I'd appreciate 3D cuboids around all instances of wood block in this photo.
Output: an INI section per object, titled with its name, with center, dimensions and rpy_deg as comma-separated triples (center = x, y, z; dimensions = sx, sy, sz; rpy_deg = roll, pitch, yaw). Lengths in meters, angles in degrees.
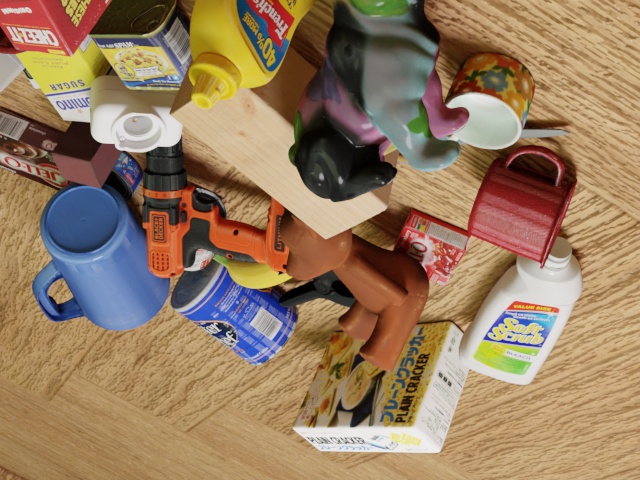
[wood block]
center = -0.029, -0.104, 1.016
dimensions = 0.206, 0.090, 0.090
rpy_deg = 38, 136, -27

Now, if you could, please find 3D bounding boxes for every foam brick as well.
[foam brick]
center = -0.268, -0.109, 1.248
dimensions = 0.053, 0.078, 0.051
rpy_deg = 15, 147, 15

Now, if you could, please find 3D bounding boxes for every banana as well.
[banana]
center = -0.050, 0.016, 1.290
dimensions = 0.198, 0.037, 0.069
rpy_deg = -25, 115, 38

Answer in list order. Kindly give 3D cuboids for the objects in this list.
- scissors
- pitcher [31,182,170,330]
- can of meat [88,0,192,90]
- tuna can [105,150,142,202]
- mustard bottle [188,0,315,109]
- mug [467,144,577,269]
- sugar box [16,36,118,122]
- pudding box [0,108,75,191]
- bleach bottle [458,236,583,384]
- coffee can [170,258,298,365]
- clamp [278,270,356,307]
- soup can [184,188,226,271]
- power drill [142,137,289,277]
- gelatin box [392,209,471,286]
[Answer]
[scissors]
center = 0.128, -0.113, 1.018
dimensions = 0.202, 0.016, 0.096
rpy_deg = -10, 135, 44
[pitcher]
center = -0.283, 0.025, 1.356
dimensions = 0.145, 0.149, 0.243
rpy_deg = 14, 160, 7
[can of meat]
center = -0.172, -0.196, 1.063
dimensions = 0.102, 0.057, 0.084
rpy_deg = 6, 148, 30
[tuna can]
center = -0.265, -0.085, 1.328
dimensions = 0.086, 0.033, 0.086
rpy_deg = 18, 150, 11
[mustard bottle]
center = -0.058, -0.182, 0.867
dimensions = 0.058, 0.191, 0.096
rpy_deg = 5, 145, 30
[mug]
center = 0.195, -0.039, 1.025
dimensions = 0.081, 0.093, 0.117
rpy_deg = 22, 128, 13
[sugar box]
center = -0.275, -0.198, 1.144
dimensions = 0.093, 0.048, 0.176
rpy_deg = 6, 144, 28
[pudding box]
center = -0.363, -0.112, 1.350
dimensions = 0.113, 0.039, 0.090
rpy_deg = 23, 151, 2
[bleach bottle]
center = 0.227, 0.073, 1.198
dimensions = 0.102, 0.068, 0.251
rpy_deg = 19, 147, 8
[coffee can]
center = -0.114, 0.087, 1.422
dimensions = 0.140, 0.102, 0.103
rpy_deg = 39, 147, -25
[clamp]
center = 0.005, 0.055, 1.347
dimensions = 0.172, 0.039, 0.120
rpy_deg = 15, 146, 21
[soup can]
center = -0.158, -0.011, 1.333
dimensions = 0.068, 0.068, 0.102
rpy_deg = 25, 150, -1
[power drill]
center = -0.114, -0.039, 1.223
dimensions = 0.188, 0.057, 0.184
rpy_deg = 7, 111, 13
[gelatin box]
center = 0.121, 0.010, 1.203
dimensions = 0.073, 0.030, 0.089
rpy_deg = 23, 150, 2
